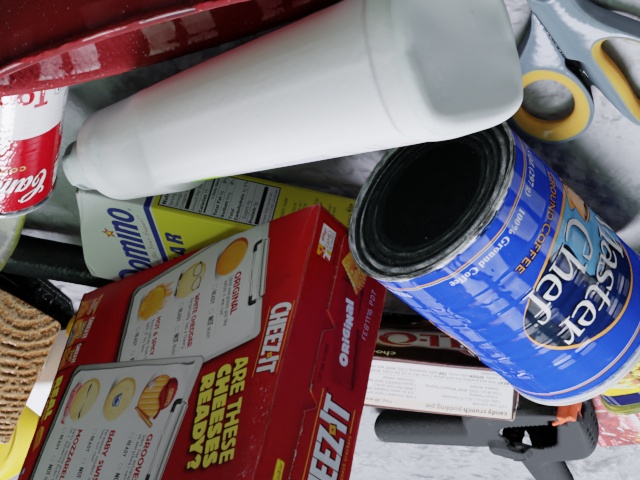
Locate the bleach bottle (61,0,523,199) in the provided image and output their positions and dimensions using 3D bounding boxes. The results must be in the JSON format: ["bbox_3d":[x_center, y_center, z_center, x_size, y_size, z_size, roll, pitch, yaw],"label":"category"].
[{"bbox_3d":[-0.038,-0.059,0.504,0.251,0.068,0.102,-11,-177,37],"label":"bleach bottle"}]

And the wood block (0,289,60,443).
[{"bbox_3d":[-0.284,0.087,0.756,0.090,0.090,0.207,35,151,-31],"label":"wood block"}]

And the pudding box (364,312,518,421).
[{"bbox_3d":[0.070,0.077,0.676,0.113,0.090,0.039,2,103,11],"label":"pudding box"}]

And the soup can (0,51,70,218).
[{"bbox_3d":[-0.161,-0.071,0.534,0.068,0.068,0.102,16,131,-6],"label":"soup can"}]

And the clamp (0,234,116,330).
[{"bbox_3d":[-0.214,0.007,0.702,0.171,0.039,0.120,28,142,-30],"label":"clamp"}]

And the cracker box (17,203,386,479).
[{"bbox_3d":[-0.071,0.090,0.589,0.214,0.164,0.072,-19,135,40],"label":"cracker box"}]

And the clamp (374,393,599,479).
[{"bbox_3d":[0.146,0.141,0.763,0.164,0.036,0.210,21,155,-10],"label":"clamp"}]

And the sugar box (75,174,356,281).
[{"bbox_3d":[-0.054,0.001,0.643,0.176,0.048,0.093,10,146,1],"label":"sugar box"}]

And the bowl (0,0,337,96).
[{"bbox_3d":[-0.071,-0.107,0.440,0.162,0.161,0.055,-12,97,30],"label":"bowl"}]

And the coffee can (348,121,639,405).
[{"bbox_3d":[0.098,0.011,0.562,0.103,0.102,0.140,-22,133,38],"label":"coffee can"}]
